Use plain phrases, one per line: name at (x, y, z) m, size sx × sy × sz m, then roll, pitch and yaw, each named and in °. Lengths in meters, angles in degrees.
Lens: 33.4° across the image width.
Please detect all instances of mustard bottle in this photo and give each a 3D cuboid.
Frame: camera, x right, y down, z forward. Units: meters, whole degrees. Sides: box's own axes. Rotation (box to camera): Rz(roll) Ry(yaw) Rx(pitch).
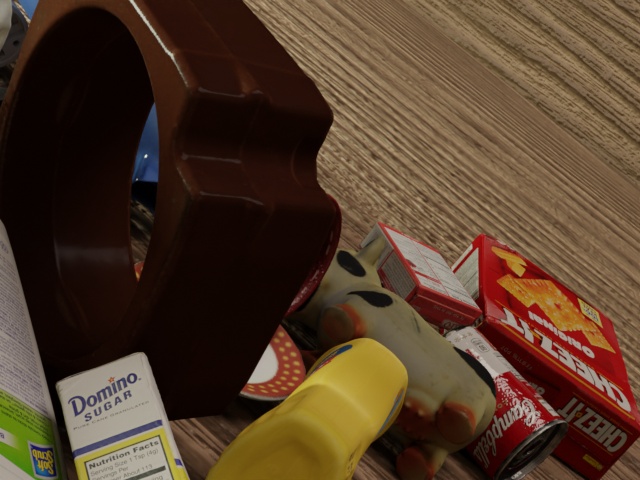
mustard bottle at (0.003, 0.100, 0.579) m, size 0.058 × 0.096 × 0.191 m, roll 39°, pitch 20°, yaw 7°

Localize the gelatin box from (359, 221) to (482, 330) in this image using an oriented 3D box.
gelatin box at (0.079, 0.031, 0.856) m, size 0.073 × 0.030 × 0.089 m, roll 24°, pitch 24°, yaw -36°

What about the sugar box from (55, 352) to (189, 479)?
sugar box at (-0.057, 0.136, 0.409) m, size 0.048 × 0.093 × 0.176 m, roll -20°, pitch 41°, yaw -13°

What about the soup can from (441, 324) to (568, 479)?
soup can at (0.120, 0.119, 0.778) m, size 0.068 × 0.069 × 0.102 m, roll 8°, pitch 34°, yaw -53°

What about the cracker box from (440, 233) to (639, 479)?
cracker box at (0.191, 0.093, 0.950) m, size 0.164 × 0.072 × 0.213 m, roll 34°, pitch 20°, yaw -5°
